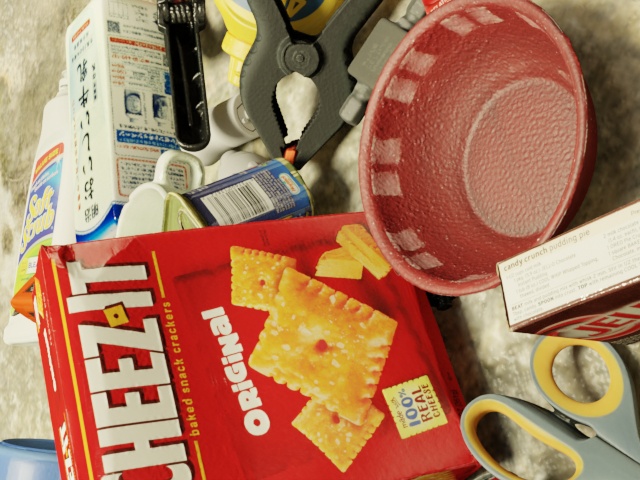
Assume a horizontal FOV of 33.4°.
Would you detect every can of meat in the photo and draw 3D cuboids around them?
[{"bbox_3d":[-0.055,0.001,0.701,0.057,0.083,0.102,51,148,27],"label":"can of meat"}]

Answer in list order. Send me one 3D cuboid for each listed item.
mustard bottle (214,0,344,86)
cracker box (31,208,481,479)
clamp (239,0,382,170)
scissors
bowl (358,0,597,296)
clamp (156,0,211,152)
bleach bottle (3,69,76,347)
[{"bbox_3d":[-0.024,-0.194,0.721,0.096,0.058,0.192,24,109,5],"label":"mustard bottle"},{"bbox_3d":[-0.037,0.073,0.586,0.072,0.213,0.164,119,140,-56],"label":"cracker box"},{"bbox_3d":[-0.001,-0.127,0.691,0.120,0.039,0.171,3,115,12],"label":"clamp"},{"bbox_3d":[0.161,0.103,0.495,0.202,0.016,0.096,18,74,34],"label":"scissors"},{"bbox_3d":[0.093,-0.049,0.576,0.162,0.055,0.162,-11,76,50],"label":"bowl"},{"bbox_3d":[-0.103,-0.160,0.796,0.210,0.036,0.164,-125,33,-72],"label":"clamp"},{"bbox_3d":[-0.234,-0.030,0.973,0.103,0.067,0.251,-11,73,49],"label":"bleach bottle"}]
